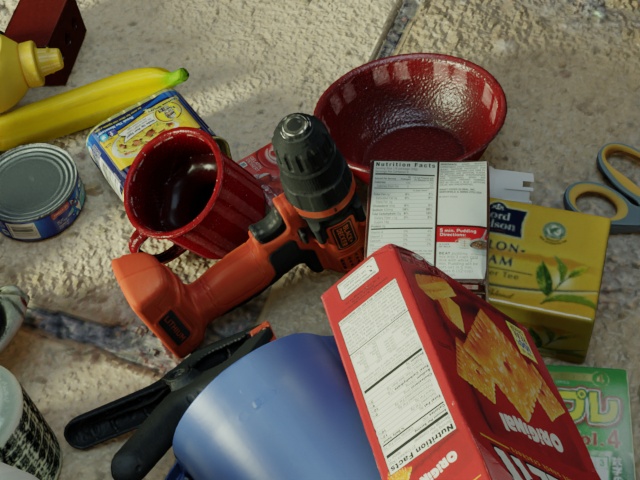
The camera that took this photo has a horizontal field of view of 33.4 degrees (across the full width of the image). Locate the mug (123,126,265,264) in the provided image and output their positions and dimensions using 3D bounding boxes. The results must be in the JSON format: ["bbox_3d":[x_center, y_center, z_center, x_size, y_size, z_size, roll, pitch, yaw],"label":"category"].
[{"bbox_3d":[-0.104,-0.024,0.857,0.117,0.081,0.093,-49,57,5],"label":"mug"}]

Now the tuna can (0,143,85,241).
[{"bbox_3d":[-0.248,-0.041,0.923,0.086,0.034,0.086,-3,54,4],"label":"tuna can"}]

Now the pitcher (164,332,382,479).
[{"bbox_3d":[0.012,0.192,0.677,0.144,0.149,0.243,-11,50,-42],"label":"pitcher"}]

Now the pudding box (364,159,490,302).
[{"bbox_3d":[0.078,-0.006,0.775,0.090,0.039,0.113,1,54,8],"label":"pudding box"}]

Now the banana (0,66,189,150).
[{"bbox_3d":[-0.216,-0.122,0.959,0.197,0.070,0.037,-21,89,-8],"label":"banana"}]

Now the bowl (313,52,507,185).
[{"bbox_3d":[0.076,-0.090,0.898,0.162,0.055,0.162,-7,44,6],"label":"bowl"}]

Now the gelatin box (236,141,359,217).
[{"bbox_3d":[-0.021,-0.048,0.904,0.073,0.030,0.089,-31,57,-15],"label":"gelatin box"}]

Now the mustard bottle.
[{"bbox_3d":[-0.323,-0.141,0.941,0.191,0.058,0.096,-12,44,-4],"label":"mustard bottle"}]

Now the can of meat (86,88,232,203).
[{"bbox_3d":[-0.141,-0.075,0.921,0.102,0.057,0.084,-30,55,-15],"label":"can of meat"}]

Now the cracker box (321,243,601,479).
[{"bbox_3d":[0.101,0.119,0.659,0.072,0.164,0.214,-42,41,20],"label":"cracker box"}]

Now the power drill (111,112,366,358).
[{"bbox_3d":[-0.055,0.001,0.792,0.187,0.184,0.057,-29,56,-3],"label":"power drill"}]

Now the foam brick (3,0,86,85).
[{"bbox_3d":[-0.265,-0.194,1.022,0.051,0.053,0.078,4,56,9],"label":"foam brick"}]

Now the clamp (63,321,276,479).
[{"bbox_3d":[-0.097,0.115,0.765,0.171,0.039,0.120,-31,25,-15],"label":"clamp"}]
